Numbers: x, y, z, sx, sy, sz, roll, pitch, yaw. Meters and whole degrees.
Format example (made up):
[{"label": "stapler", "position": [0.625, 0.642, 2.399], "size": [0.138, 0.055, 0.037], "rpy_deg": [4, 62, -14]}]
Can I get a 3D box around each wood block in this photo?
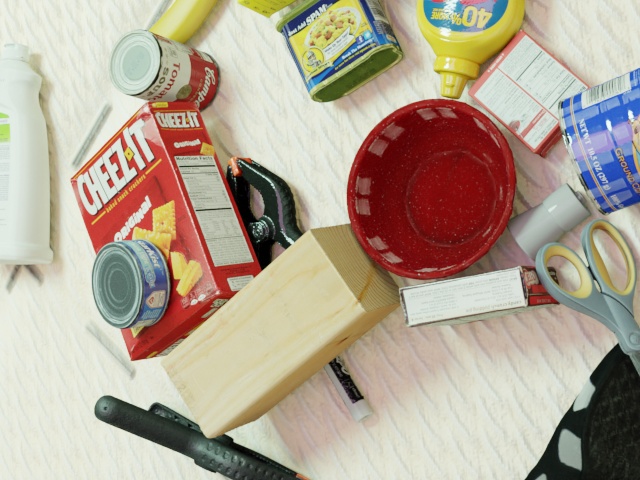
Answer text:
[{"label": "wood block", "position": [-0.036, 0.083, 0.978], "size": [0.206, 0.090, 0.090], "rpy_deg": [-41, 75, 25]}]

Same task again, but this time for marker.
[{"label": "marker", "position": [0.011, 0.118, 1.017], "size": [0.020, 0.020, 0.121], "rpy_deg": [-40, 69, 21]}]

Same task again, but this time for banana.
[{"label": "banana", "position": [-0.139, -0.258, 1.122], "size": [0.198, 0.037, 0.070], "rpy_deg": [-48, 66, 18]}]

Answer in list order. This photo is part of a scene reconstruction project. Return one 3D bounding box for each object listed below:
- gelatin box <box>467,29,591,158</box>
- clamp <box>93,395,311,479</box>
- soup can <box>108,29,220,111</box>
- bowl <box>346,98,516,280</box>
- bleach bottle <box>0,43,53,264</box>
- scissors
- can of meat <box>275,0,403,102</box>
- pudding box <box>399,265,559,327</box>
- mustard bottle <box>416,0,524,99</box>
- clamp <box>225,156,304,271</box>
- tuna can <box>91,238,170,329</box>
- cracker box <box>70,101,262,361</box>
[{"label": "gelatin box", "position": [0.185, -0.128, 0.932], "size": [0.089, 0.030, 0.073], "rpy_deg": [47, 107, 24]}, {"label": "clamp", "position": [-0.109, 0.198, 1.016], "size": [0.210, 0.164, 0.036], "rpy_deg": [22, 84, 20]}, {"label": "soup can", "position": [-0.158, -0.171, 1.089], "size": [0.069, 0.102, 0.068], "rpy_deg": [-3, 85, 29]}, {"label": "bowl", "position": [0.106, -0.042, 0.952], "size": [0.162, 0.055, 0.162], "rpy_deg": [-5, 80, 29]}, {"label": "bleach bottle", "position": [-0.349, -0.100, 1.216], "size": [0.103, 0.068, 0.251], "rpy_deg": [-1, 84, 29]}, {"label": "scissors", "position": [0.230, 0.075, 0.854], "size": [0.016, 0.096, 0.202], "rpy_deg": [117, 149, -62]}, {"label": "can of meat", "position": [0.019, -0.191, 1.016], "size": [0.102, 0.057, 0.084], "rpy_deg": [-30, 74, 24]}, {"label": "pudding box", "position": [0.137, 0.047, 0.911], "size": [0.114, 0.089, 0.039], "rpy_deg": [-15, 80, 29]}, {"label": "mustard bottle", "position": [0.136, -0.221, 0.951], "size": [0.096, 0.058, 0.191], "rpy_deg": [13, 93, 25]}, {"label": "clamp", "position": [-0.057, 0.001, 1.056], "size": [0.120, 0.039, 0.171], "rpy_deg": [-36, 70, 19]}, {"label": "tuna can", "position": [-0.184, 0.042, 1.028], "size": [0.086, 0.033, 0.086], "rpy_deg": [5, 97, 44]}, {"label": "cracker box", "position": [-0.160, -0.008, 1.074], "size": [0.164, 0.071, 0.214], "rpy_deg": [-35, 70, 40]}]
